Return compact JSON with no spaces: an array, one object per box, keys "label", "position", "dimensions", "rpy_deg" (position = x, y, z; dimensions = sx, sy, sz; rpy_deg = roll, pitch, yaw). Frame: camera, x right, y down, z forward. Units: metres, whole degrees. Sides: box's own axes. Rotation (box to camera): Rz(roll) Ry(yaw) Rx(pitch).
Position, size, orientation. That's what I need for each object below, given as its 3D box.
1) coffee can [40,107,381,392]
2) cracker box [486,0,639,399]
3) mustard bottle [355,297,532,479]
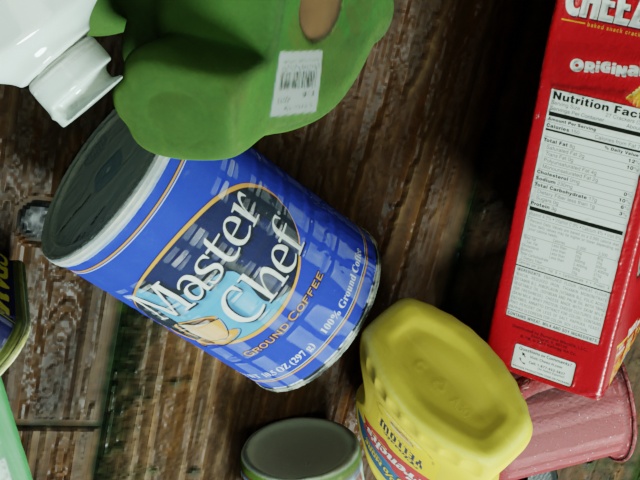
[{"label":"coffee can","position":[-0.054,0.001,0.542],"dimensions":[0.140,0.103,0.103],"rpy_deg":[36,99,-29]},{"label":"cracker box","position":[0.157,-0.049,0.564],"dimensions":[0.164,0.072,0.214],"rpy_deg":[-33,135,-57]},{"label":"mustard bottle","position":[0.060,0.108,0.602],"dimensions":[0.058,0.096,0.192],"rpy_deg":[-39,160,-18]}]
